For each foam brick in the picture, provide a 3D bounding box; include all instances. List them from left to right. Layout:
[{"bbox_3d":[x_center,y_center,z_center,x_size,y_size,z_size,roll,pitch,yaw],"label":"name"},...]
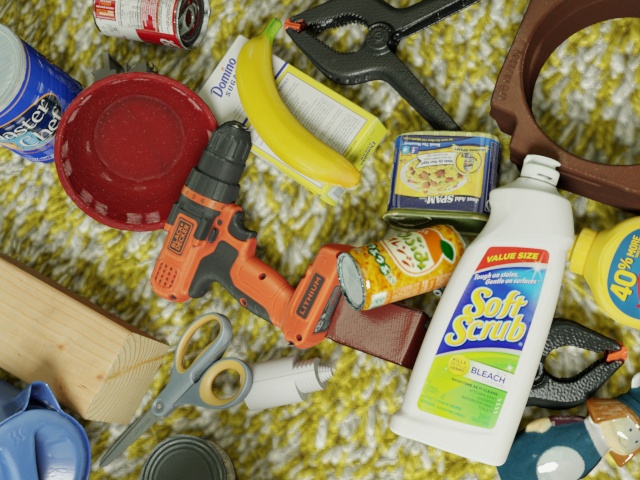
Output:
[{"bbox_3d":[0.054,0.079,0.962,0.078,0.053,0.051,18,82,21],"label":"foam brick"}]

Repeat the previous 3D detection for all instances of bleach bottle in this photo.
[{"bbox_3d":[0.141,0.050,0.879,0.103,0.068,0.251,16,87,13],"label":"bleach bottle"}]

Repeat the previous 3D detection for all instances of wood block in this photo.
[{"bbox_3d":[-0.265,0.089,1.034,0.206,0.090,0.090,26,85,21],"label":"wood block"}]

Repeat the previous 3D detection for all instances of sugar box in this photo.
[{"bbox_3d":[-0.033,-0.118,1.041,0.176,0.048,0.093,35,89,24],"label":"sugar box"}]

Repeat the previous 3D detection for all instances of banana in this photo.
[{"bbox_3d":[-0.033,-0.120,0.995,0.070,0.037,0.198,-31,69,12],"label":"banana"}]

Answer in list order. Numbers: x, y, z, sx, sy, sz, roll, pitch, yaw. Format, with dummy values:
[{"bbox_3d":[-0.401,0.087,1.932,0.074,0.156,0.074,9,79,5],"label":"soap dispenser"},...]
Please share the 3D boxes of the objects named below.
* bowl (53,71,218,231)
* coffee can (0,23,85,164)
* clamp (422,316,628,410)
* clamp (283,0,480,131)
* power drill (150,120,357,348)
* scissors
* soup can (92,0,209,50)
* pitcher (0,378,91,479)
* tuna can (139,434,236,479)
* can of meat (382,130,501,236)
[{"bbox_3d":[-0.177,-0.092,1.046,0.162,0.055,0.162,-3,113,-8],"label":"bowl"},{"bbox_3d":[-0.309,-0.146,1.078,0.103,0.140,0.103,-4,75,15],"label":"coffee can"},{"bbox_3d":[0.177,0.121,0.920,0.171,0.039,0.120,-3,99,12],"label":"clamp"},{"bbox_3d":[0.068,-0.200,1.035,0.210,0.036,0.164,20,83,20],"label":"clamp"},{"bbox_3d":[-0.057,0.001,0.996,0.188,0.057,0.184,28,103,22],"label":"power drill"},{"bbox_3d":[-0.130,0.160,0.989,0.096,0.016,0.202,39,105,28],"label":"scissors"},{"bbox_3d":[-0.175,-0.237,1.100,0.102,0.068,0.068,12,80,19],"label":"soup can"},{"bbox_3d":[-0.336,0.187,0.984,0.243,0.145,0.149,19,51,41],"label":"pitcher"},{"bbox_3d":[-0.122,0.224,0.988,0.086,0.033,0.086,-4,75,15],"label":"tuna can"},{"bbox_3d":[0.113,-0.053,0.975,0.102,0.057,0.084,3,75,17],"label":"can of meat"}]
